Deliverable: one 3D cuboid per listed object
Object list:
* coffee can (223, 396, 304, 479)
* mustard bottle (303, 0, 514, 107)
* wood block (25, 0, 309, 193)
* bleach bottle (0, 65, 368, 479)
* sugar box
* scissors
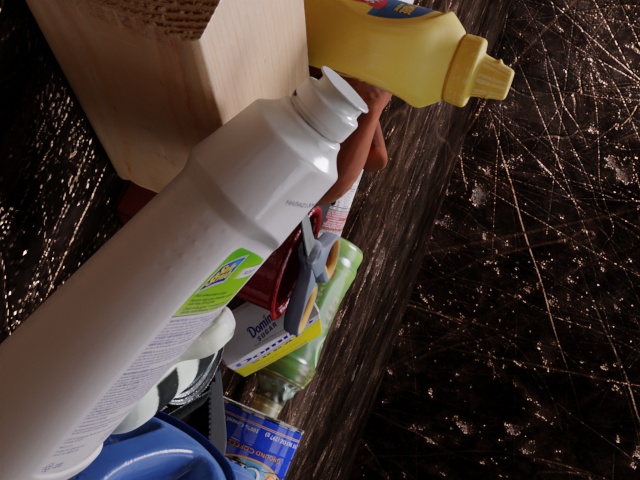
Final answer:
[{"bbox_3d":[-0.090,0.235,1.061,0.103,0.103,0.140,65,47,-77],"label":"coffee can"},{"bbox_3d":[0.020,-0.122,0.624,0.096,0.192,0.058,-40,150,-70],"label":"mustard bottle"},{"bbox_3d":[-0.065,-0.095,0.526,0.206,0.090,0.090,84,29,-70],"label":"wood block"},{"bbox_3d":[-0.072,0.018,0.504,0.251,0.068,0.102,-44,172,17],"label":"bleach bottle"},{"bbox_3d":[-0.047,0.082,0.968,0.093,0.048,0.176,-30,173,-3],"label":"sugar box"},{"bbox_3d":[-0.014,0.027,0.790,0.201,0.016,0.096,20,92,-80],"label":"scissors"}]
